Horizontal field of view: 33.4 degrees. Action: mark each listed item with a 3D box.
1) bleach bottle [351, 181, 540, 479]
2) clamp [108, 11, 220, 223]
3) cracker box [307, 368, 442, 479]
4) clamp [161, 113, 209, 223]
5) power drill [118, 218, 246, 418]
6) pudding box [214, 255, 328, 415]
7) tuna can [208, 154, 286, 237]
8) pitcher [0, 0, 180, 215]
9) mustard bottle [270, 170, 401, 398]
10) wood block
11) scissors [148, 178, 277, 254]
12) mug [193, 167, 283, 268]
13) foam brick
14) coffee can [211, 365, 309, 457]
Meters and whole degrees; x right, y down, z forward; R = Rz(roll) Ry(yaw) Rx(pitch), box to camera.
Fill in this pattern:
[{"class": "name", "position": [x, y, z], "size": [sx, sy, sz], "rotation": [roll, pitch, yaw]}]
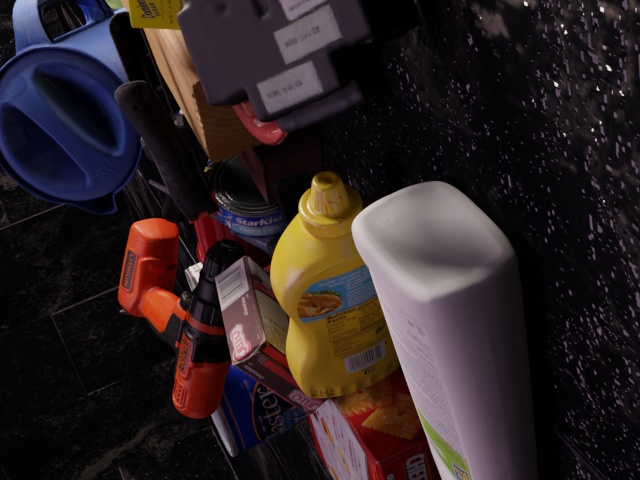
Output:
[{"class": "bleach bottle", "position": [0.086, 0.093, 0.636], "size": [0.103, 0.068, 0.251], "rotation": [52, 163, 50]}, {"class": "clamp", "position": [-0.120, -0.089, 0.814], "size": [0.171, 0.039, 0.120], "rotation": [71, -173, -49]}, {"class": "cracker box", "position": [0.048, 0.172, 0.913], "size": [0.214, 0.072, 0.164], "rotation": [-130, 22, -56]}, {"class": "clamp", "position": [-0.106, -0.107, 0.961], "size": [0.210, 0.036, 0.164], "rotation": [146, 140, -77]}, {"class": "power drill", "position": [-0.134, 0.052, 1.038], "size": [0.188, 0.057, 0.184], "rotation": [45, 126, 49]}, {"class": "pudding box", "position": [-0.037, 0.076, 0.866], "size": [0.090, 0.039, 0.113], "rotation": [40, -160, -34]}, {"class": "tuna can", "position": [-0.050, -0.044, 0.905], "size": [0.086, 0.086, 0.034], "rotation": [58, 167, 36]}, {"class": "pitcher", "position": [-0.188, -0.144, 0.944], "size": [0.149, 0.145, 0.242], "rotation": [-61, 3, 26]}, {"class": "mustard bottle", "position": [0.014, 0.027, 0.734], "size": [0.191, 0.096, 0.058], "rotation": [81, 162, -47]}, {"class": "wood block", "position": [-0.092, -0.173, 0.843], "size": [0.206, 0.090, 0.091], "rotation": [59, 166, 33]}, {"class": "scissors", "position": [-0.056, 0.001, 0.948], "size": [0.202, 0.016, 0.096], "rotation": [24, 165, 23]}, {"class": "mug", "position": [-0.077, -0.021, 1.077], "size": [0.117, 0.093, 0.081], "rotation": [20, 139, 27]}, {"class": "foam brick", "position": [-0.037, -0.079, 0.866], "size": [0.051, 0.053, 0.078], "rotation": [84, 160, -53]}, {"class": "coffee can", "position": [-0.048, 0.149, 1.108], "size": [0.103, 0.140, 0.103], "rotation": [157, 90, -78]}]
